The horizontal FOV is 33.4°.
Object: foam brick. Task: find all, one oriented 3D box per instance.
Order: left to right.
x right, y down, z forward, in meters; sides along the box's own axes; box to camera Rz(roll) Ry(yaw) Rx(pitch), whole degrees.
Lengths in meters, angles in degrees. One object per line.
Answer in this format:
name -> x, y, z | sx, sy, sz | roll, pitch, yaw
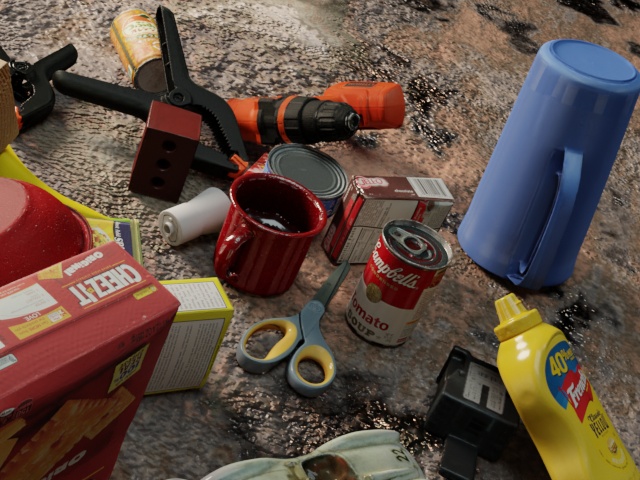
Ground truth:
foam brick -> -0.152, -0.087, 1.044 | 0.053, 0.078, 0.051 | 15, 34, -12

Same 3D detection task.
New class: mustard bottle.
mustard bottle -> 0.199, 0.134, 0.902 | 0.096, 0.058, 0.191 | -16, 77, -55

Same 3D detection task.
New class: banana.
banana -> -0.266, -0.052, 0.971 | 0.198, 0.037, 0.069 | 36, 23, 17

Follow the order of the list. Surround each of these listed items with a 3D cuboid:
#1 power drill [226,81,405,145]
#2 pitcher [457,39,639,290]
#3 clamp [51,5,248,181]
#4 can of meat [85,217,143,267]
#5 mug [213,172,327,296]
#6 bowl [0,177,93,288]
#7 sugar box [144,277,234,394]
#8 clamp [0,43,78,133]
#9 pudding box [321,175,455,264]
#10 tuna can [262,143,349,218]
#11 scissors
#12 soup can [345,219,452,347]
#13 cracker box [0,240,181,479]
power drill -> 0.009, -0.140, 1.167 | 0.185, 0.057, 0.187 | 9, 15, 40
pitcher -> 0.241, -0.075, 1.110 | 0.144, 0.243, 0.149 | -16, 44, -38
clamp -> -0.150, -0.149, 1.117 | 0.210, 0.036, 0.164 | 39, 58, 1
can of meat -> -0.195, 0.023, 0.891 | 0.083, 0.057, 0.102 | 7, 37, -19
mug -> -0.056, 0.001, 0.978 | 0.093, 0.082, 0.117 | 34, 36, 15
bowl -> -0.262, -0.001, 0.826 | 0.162, 0.055, 0.162 | -7, 40, 6
sugar box -> -0.162, 0.077, 0.806 | 0.175, 0.093, 0.048 | 0, 40, -31
clamp -> -0.319, -0.171, 1.092 | 0.120, 0.039, 0.171 | 14, 36, -11
pudding box -> 0.068, -0.019, 1.071 | 0.113, 0.090, 0.039 | 2, 42, -29
tuna can -> -0.017, -0.058, 1.067 | 0.086, 0.034, 0.086 | 15, 37, -12
scissors -> 0.004, 0.080, 0.967 | 0.096, 0.016, 0.201 | 39, 37, 18
soup can -> 0.070, 0.040, 0.981 | 0.068, 0.102, 0.068 | 16, 36, -12
cracker box -> -0.185, 0.119, 0.630 | 0.072, 0.214, 0.163 | 40, 38, 19
